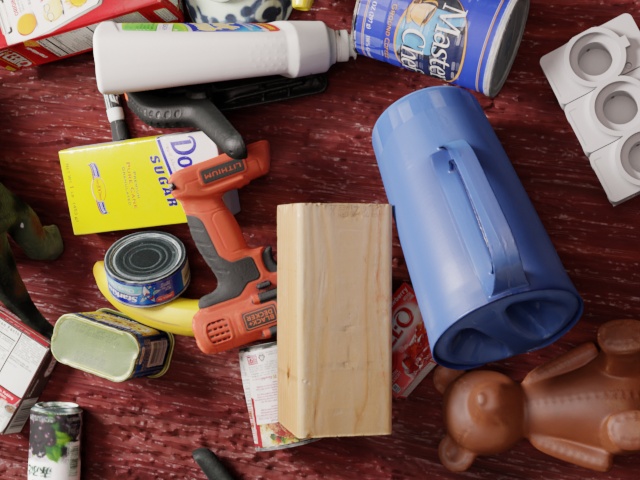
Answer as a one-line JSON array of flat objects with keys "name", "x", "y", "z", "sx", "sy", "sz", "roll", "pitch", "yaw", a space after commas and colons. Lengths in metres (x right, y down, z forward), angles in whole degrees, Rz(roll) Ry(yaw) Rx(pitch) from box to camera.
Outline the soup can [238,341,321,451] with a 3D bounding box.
[{"name": "soup can", "x": -0.040, "y": 0.152, "z": 1.057, "sx": 0.068, "sy": 0.068, "sz": 0.102, "roll": -12, "pitch": 85, "yaw": 15}]

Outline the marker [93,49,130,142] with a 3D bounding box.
[{"name": "marker", "x": -0.225, "y": -0.159, "z": 1.145, "sx": 0.020, "sy": 0.020, "sz": 0.121, "roll": -15, "pitch": 84, "yaw": 15}]

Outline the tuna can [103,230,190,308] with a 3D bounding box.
[{"name": "tuna can", "x": -0.177, "y": 0.028, "z": 1.090, "sx": 0.086, "sy": 0.086, "sz": 0.034, "roll": 11, "pitch": 131, "yaw": 16}]

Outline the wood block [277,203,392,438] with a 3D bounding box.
[{"name": "wood block", "x": 0.011, "y": 0.069, "z": 0.981, "sx": 0.090, "sy": 0.091, "sz": 0.206, "roll": 0, "pitch": 91, "yaw": -15}]

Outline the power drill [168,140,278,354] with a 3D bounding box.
[{"name": "power drill", "x": -0.057, "y": 0.001, "z": 1.042, "sx": 0.184, "sy": 0.057, "sz": 0.187, "roll": -19, "pitch": 93, "yaw": -7}]

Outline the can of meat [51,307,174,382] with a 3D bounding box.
[{"name": "can of meat", "x": -0.214, "y": 0.108, "z": 1.100, "sx": 0.102, "sy": 0.083, "sz": 0.057, "roll": 16, "pitch": 92, "yaw": 16}]

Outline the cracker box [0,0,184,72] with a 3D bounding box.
[{"name": "cracker box", "x": -0.255, "y": -0.285, "z": 1.124, "sx": 0.214, "sy": 0.072, "sz": 0.164, "roll": -12, "pitch": 75, "yaw": 16}]

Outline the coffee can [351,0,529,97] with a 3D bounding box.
[{"name": "coffee can", "x": 0.113, "y": -0.205, "z": 1.007, "sx": 0.140, "sy": 0.102, "sz": 0.103, "roll": 21, "pitch": 94, "yaw": 16}]

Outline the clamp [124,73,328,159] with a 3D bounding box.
[{"name": "clamp", "x": -0.107, "y": -0.142, "z": 1.077, "sx": 0.210, "sy": 0.164, "sz": 0.036, "roll": 16, "pitch": 129, "yaw": 34}]

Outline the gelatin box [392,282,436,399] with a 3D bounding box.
[{"name": "gelatin box", "x": 0.081, "y": 0.098, "z": 1.037, "sx": 0.089, "sy": 0.030, "sz": 0.073, "roll": -49, "pitch": 66, "yaw": 8}]

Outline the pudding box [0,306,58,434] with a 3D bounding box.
[{"name": "pudding box", "x": -0.345, "y": 0.141, "z": 1.161, "sx": 0.090, "sy": 0.039, "sz": 0.113, "roll": 31, "pitch": 95, "yaw": 15}]

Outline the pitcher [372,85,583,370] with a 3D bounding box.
[{"name": "pitcher", "x": 0.128, "y": -0.022, "z": 0.942, "sx": 0.149, "sy": 0.144, "sz": 0.243, "roll": -43, "pitch": 51, "yaw": 36}]

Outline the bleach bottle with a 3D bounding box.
[{"name": "bleach bottle", "x": -0.091, "y": -0.186, "z": 1.050, "sx": 0.250, "sy": 0.102, "sz": 0.068, "roll": -4, "pitch": 107, "yaw": -5}]

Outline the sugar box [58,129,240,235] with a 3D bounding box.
[{"name": "sugar box", "x": -0.177, "y": -0.061, "z": 1.108, "sx": 0.176, "sy": 0.048, "sz": 0.093, "roll": -6, "pitch": 100, "yaw": 18}]

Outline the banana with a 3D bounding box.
[{"name": "banana", "x": -0.155, "y": 0.064, "z": 1.104, "sx": 0.198, "sy": 0.069, "sz": 0.037, "roll": 9, "pitch": 130, "yaw": 14}]
